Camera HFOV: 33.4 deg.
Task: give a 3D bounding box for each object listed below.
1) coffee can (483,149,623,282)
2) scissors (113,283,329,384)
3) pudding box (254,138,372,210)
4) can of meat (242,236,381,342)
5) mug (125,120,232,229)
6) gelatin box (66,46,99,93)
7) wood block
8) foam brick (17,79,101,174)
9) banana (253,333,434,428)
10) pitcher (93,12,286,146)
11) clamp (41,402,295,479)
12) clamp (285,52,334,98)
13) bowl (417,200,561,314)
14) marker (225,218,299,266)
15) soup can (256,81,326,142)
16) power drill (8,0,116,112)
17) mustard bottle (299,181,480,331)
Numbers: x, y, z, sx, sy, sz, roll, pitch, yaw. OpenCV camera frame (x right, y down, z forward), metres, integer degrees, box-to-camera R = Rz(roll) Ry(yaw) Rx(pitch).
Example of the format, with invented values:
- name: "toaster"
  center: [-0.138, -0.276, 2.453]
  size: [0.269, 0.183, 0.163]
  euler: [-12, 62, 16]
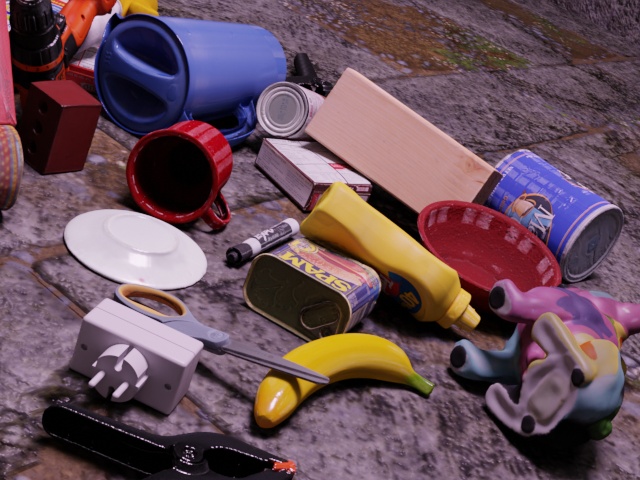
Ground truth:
- name: "coffee can"
  center: [0.271, -0.031, 1.265]
  size: [0.102, 0.103, 0.140]
  euler: [-6, 36, -44]
- name: "scissors"
  center: [-0.099, 0.082, 0.822]
  size: [0.202, 0.016, 0.096]
  euler: [25, 30, 33]
- name: "pudding box"
  center: [-0.008, -0.075, 1.218]
  size: [0.089, 0.039, 0.114]
  euler: [-1, 31, -39]
- name: "can of meat"
  center: [-0.005, 0.043, 0.961]
  size: [0.102, 0.057, 0.083]
  euler: [28, 24, 16]
- name: "mug"
  center: [-0.127, -0.063, 1.057]
  size: [0.117, 0.093, 0.081]
  euler: [52, 19, -7]
- name: "gelatin box"
  center: [-0.287, -0.211, 1.284]
  size: [0.073, 0.030, 0.089]
  euler: [16, 28, -11]
- name: "wood block"
  center: [0.097, -0.101, 1.231]
  size: [0.206, 0.091, 0.090]
  euler: [37, 10, 14]
- name: "foam brick"
  center: [-0.259, -0.112, 1.050]
  size: [0.053, 0.078, 0.051]
  euler: [37, 28, 30]
- name: "banana"
  center: [0.012, 0.107, 0.866]
  size: [0.197, 0.037, 0.070]
  euler: [-5, 35, -43]
- name: "pitcher"
  center: [-0.137, -0.192, 1.267]
  size: [0.145, 0.149, 0.242]
  euler: [10, 15, 28]
- name: "clamp"
  center: [-0.093, 0.156, 0.684]
  size: [0.171, 0.039, 0.120]
  euler: [12, 28, -19]
- name: "clamp"
  center: [0.008, -0.202, 1.486]
  size: [0.164, 0.036, 0.209]
  euler: [24, 27, 8]
- name: "bowl"
  center: [0.166, 0.027, 1.112]
  size: [0.162, 0.055, 0.162]
  euler: [17, 33, -11]
- name: "marker"
  center: [-0.057, 0.001, 1.048]
  size: [0.020, 0.020, 0.120]
  euler: [29, 26, 17]
- name: "soup can"
  center: [-0.028, -0.151, 1.285]
  size: [0.068, 0.068, 0.102]
  euler: [30, 8, 18]
- name: "power drill"
  center: [-0.267, -0.235, 1.101]
  size: [0.057, 0.185, 0.187]
  euler: [17, 57, 0]
- name: "mustard bottle"
  center: [0.072, 0.023, 1.017]
  size: [0.191, 0.058, 0.096]
  euler: [37, -17, -3]
